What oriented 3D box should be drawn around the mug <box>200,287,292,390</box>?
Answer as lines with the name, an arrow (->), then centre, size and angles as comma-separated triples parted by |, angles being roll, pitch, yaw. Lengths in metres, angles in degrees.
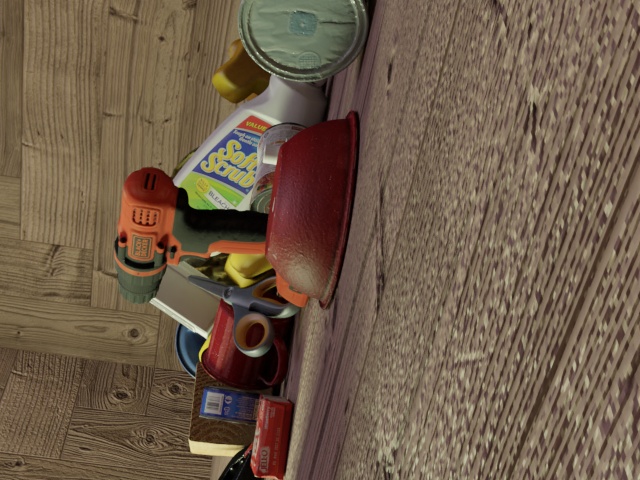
mug -> -0.071, 0.110, 1.156 | 0.117, 0.093, 0.081 | 43, 125, 45

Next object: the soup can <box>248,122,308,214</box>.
soup can -> -0.034, -0.060, 1.058 | 0.102, 0.068, 0.069 | -87, 8, -45

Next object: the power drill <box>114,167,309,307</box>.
power drill -> -0.098, 0.013, 0.992 | 0.185, 0.187, 0.057 | 108, 167, -54

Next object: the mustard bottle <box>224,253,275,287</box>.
mustard bottle -> -0.057, 0.002, 1.157 | 0.096, 0.058, 0.192 | -42, -1, -11

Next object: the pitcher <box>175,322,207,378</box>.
pitcher -> -0.151, 0.172, 1.687 | 0.243, 0.145, 0.149 | 112, -178, -82

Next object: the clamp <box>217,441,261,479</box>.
clamp -> -0.110, 0.295, 1.169 | 0.172, 0.039, 0.120 | -54, 20, 29

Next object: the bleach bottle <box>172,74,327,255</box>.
bleach bottle -> -0.077, -0.101, 1.152 | 0.251, 0.102, 0.068 | -51, -8, 28

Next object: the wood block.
wood block -> -0.109, 0.208, 1.282 | 0.206, 0.090, 0.091 | 111, 163, -74

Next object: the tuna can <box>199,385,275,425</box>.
tuna can -> -0.083, 0.176, 1.126 | 0.086, 0.086, 0.034 | 127, 152, -79

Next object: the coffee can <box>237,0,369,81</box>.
coffee can -> -0.012, -0.211, 0.884 | 0.140, 0.102, 0.103 | -88, 8, -51

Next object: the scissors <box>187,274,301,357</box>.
scissors -> -0.093, 0.074, 1.103 | 0.202, 0.016, 0.096 | -5, 55, 46

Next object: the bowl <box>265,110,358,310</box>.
bowl -> -0.011, -0.028, 0.854 | 0.162, 0.055, 0.162 | -173, 91, -85

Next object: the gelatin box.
gelatin box -> -0.049, 0.190, 1.041 | 0.089, 0.030, 0.073 | 143, 134, -83
